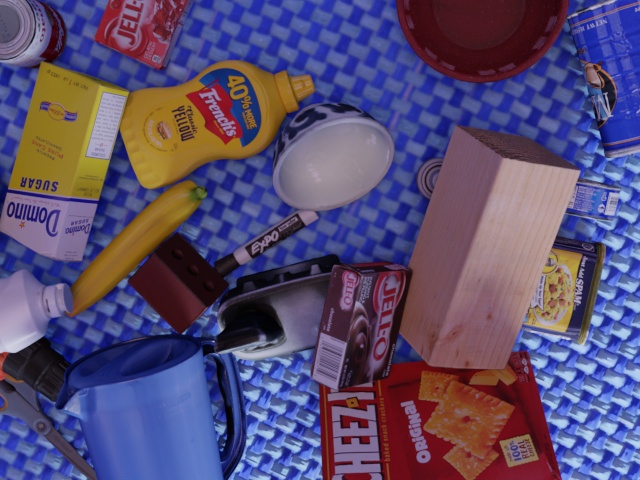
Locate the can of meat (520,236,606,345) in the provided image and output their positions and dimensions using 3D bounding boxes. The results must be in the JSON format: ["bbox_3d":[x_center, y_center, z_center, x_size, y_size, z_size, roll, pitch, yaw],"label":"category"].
[{"bbox_3d":[0.225,0.044,1.046,0.084,0.057,0.102,11,96,3],"label":"can of meat"}]

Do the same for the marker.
[{"bbox_3d":[-0.057,0.001,1.074,0.121,0.020,0.020,-32,93,5],"label":"marker"}]

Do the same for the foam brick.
[{"bbox_3d":[-0.140,0.043,1.058,0.078,0.053,0.051,45,121,-3],"label":"foam brick"}]

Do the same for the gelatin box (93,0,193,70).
[{"bbox_3d":[-0.173,-0.222,1.052,0.073,0.030,0.089,24,96,0],"label":"gelatin box"}]

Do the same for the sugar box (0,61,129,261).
[{"bbox_3d":[-0.253,-0.076,1.039,0.093,0.048,0.176,23,99,34],"label":"sugar box"}]

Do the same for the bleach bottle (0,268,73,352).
[{"bbox_3d":[-0.361,0.068,1.015,0.251,0.068,0.102,-10,83,5],"label":"bleach bottle"}]

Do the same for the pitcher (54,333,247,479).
[{"bbox_3d":[-0.149,0.218,1.047,0.149,0.145,0.243,-9,103,9],"label":"pitcher"}]

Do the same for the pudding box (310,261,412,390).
[{"bbox_3d":[0.039,0.077,0.992,0.039,0.089,0.113,21,104,34],"label":"pudding box"}]

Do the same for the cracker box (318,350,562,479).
[{"bbox_3d":[0.107,0.191,1.010,0.213,0.164,0.072,-6,131,3],"label":"cracker box"}]

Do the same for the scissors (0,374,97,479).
[{"bbox_3d":[-0.284,0.170,1.103,0.201,0.016,0.096,31,96,-1],"label":"scissors"}]

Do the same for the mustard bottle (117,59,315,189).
[{"bbox_3d":[-0.098,-0.123,1.044,0.191,0.058,0.096,-18,89,4],"label":"mustard bottle"}]

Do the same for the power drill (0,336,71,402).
[{"bbox_3d":[-0.353,0.153,1.065,0.184,0.057,0.187,36,89,10],"label":"power drill"}]

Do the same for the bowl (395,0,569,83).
[{"bbox_3d":[0.153,-0.230,1.021,0.162,0.055,0.162,1,95,6],"label":"bowl"}]

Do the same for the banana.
[{"bbox_3d":[-0.182,0.000,1.056,0.198,0.069,0.037,-42,92,16],"label":"banana"}]

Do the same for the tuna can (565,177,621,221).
[{"bbox_3d":[0.242,-0.044,1.022,0.086,0.086,0.034,12,98,1],"label":"tuna can"}]

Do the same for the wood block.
[{"bbox_3d":[0.150,0.008,0.994,0.090,0.091,0.206,6,111,-28],"label":"wood block"}]

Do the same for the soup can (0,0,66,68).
[{"bbox_3d":[-0.290,-0.202,1.023,0.068,0.102,0.068,0,95,3],"label":"soup can"}]
